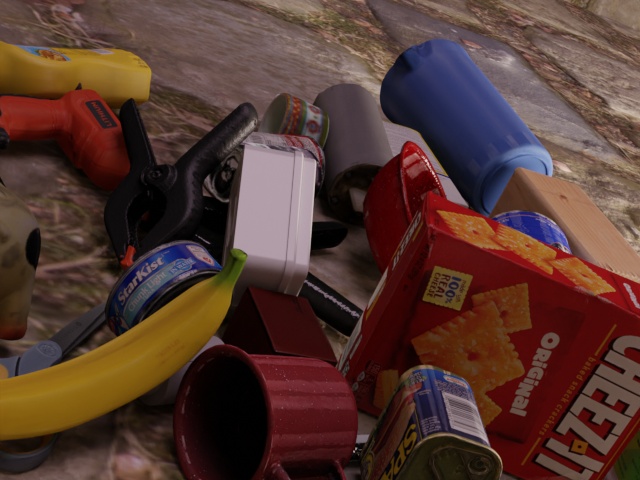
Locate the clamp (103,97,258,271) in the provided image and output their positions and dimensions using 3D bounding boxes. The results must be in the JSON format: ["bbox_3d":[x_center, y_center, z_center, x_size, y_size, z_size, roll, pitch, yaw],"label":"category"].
[{"bbox_3d":[-0.132,-0.049,0.846,0.120,0.039,0.171,9,58,27],"label":"clamp"}]

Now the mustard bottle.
[{"bbox_3d":[-0.258,-0.154,0.991,0.096,0.058,0.191,20,16,38],"label":"mustard bottle"}]

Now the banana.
[{"bbox_3d":[-0.125,0.069,0.618,0.197,0.069,0.037,-31,45,-29],"label":"banana"}]

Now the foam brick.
[{"bbox_3d":[-0.030,0.079,0.768,0.052,0.051,0.078,14,27,-28],"label":"foam brick"}]

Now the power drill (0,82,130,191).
[{"bbox_3d":[-0.248,-0.082,0.866,0.187,0.057,0.185,4,36,-42],"label":"power drill"}]

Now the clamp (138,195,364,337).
[{"bbox_3d":[-0.056,0.001,0.915,0.210,0.036,0.164,22,25,-10],"label":"clamp"}]

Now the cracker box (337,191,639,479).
[{"bbox_3d":[0.139,0.083,0.790,0.213,0.164,0.072,24,26,-5],"label":"cracker box"}]

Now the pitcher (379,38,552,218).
[{"bbox_3d":[0.186,-0.130,1.326,0.149,0.145,0.243,-2,39,-27],"label":"pitcher"}]

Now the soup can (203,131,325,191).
[{"bbox_3d":[-0.055,-0.072,1.024,0.102,0.069,0.069,4,33,-40],"label":"soup can"}]

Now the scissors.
[{"bbox_3d":[-0.164,0.087,0.664,0.096,0.016,0.201,38,27,20],"label":"scissors"}]

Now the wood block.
[{"bbox_3d":[0.263,0.017,1.135,0.090,0.090,0.206,14,27,-22],"label":"wood block"}]

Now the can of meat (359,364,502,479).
[{"bbox_3d":[0.065,0.142,0.678,0.057,0.102,0.084,21,23,-12],"label":"can of meat"}]

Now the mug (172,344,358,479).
[{"bbox_3d":[-0.025,0.119,0.650,0.081,0.093,0.117,8,28,-44],"label":"mug"}]

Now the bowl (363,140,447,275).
[{"bbox_3d":[0.082,-0.008,0.990,0.162,0.055,0.162,-17,90,-71],"label":"bowl"}]

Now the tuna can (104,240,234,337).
[{"bbox_3d":[-0.101,0.043,0.727,0.085,0.086,0.034,-4,40,-49],"label":"tuna can"}]
